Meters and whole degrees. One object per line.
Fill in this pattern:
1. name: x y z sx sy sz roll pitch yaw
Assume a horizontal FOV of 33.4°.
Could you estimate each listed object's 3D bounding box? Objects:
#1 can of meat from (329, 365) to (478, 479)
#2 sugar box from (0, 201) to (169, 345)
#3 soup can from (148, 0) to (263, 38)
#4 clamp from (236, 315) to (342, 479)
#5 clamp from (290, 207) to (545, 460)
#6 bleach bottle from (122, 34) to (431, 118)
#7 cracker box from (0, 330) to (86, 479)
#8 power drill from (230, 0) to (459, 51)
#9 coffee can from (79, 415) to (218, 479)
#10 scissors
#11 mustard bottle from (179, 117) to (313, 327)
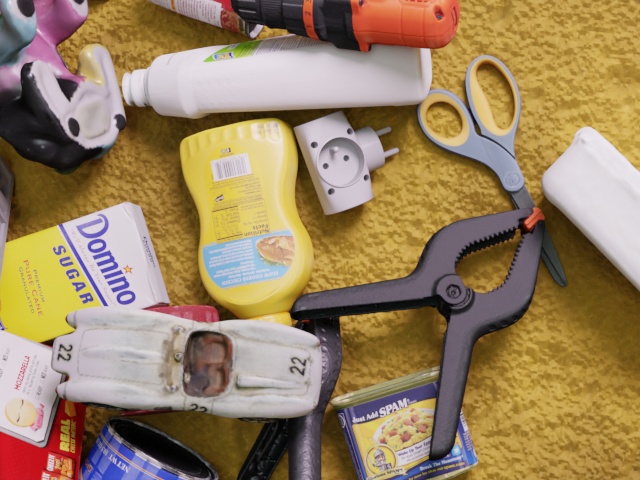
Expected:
1. can of meat: 0.069 0.154 0.859 0.102 0.057 0.084 -18 86 5
2. sugar box: -0.226 0.038 0.907 0.176 0.048 0.093 -19 84 6
3. soup can: -0.093 -0.219 0.898 0.102 0.068 0.068 21 88 7
4. clamp: -0.023 0.136 0.864 0.039 0.120 0.171 25 65 -29
5. clamp: 0.092 0.043 0.835 0.165 0.036 0.210 38 74 13
6. bleach bottle: -0.038 -0.139 0.881 0.251 0.102 0.068 -4 110 13
7. cracker box: -0.289 0.139 0.806 0.213 0.164 0.072 22 131 -26
8. power drill: 0.041 -0.224 0.841 0.185 0.057 0.187 13 55 22
9. coffee can: -0.160 0.227 0.857 0.103 0.103 0.140 29 89 8
10. scissors: 0.138 -0.053 0.886 0.096 0.016 0.202 -10 85 7
11. mustard bottle: -0.056 0.001 0.882 0.096 0.058 0.191 -11 85 15
